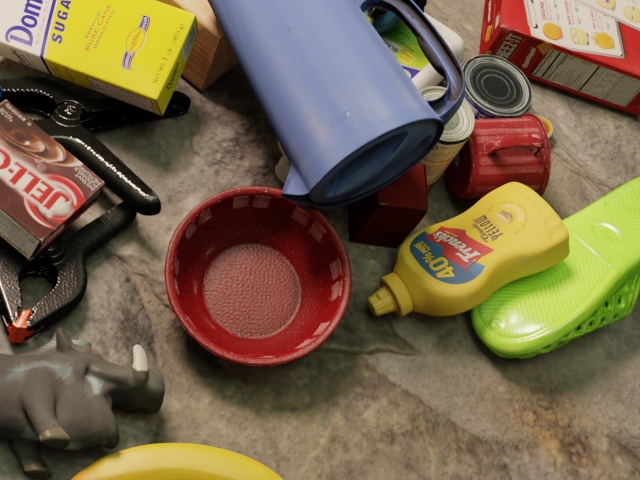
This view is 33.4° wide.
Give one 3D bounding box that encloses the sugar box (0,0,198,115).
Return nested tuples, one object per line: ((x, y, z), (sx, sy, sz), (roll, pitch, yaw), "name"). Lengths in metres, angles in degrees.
((-0.209, -0.190, 0.979), (0.176, 0.048, 0.093), (21, 75, 4), "sugar box")

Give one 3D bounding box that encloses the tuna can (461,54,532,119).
((0.181, -0.156, 1.135), (0.086, 0.034, 0.086), (9, 57, -14), "tuna can")

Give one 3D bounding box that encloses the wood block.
((-0.159, -0.259, 1.058), (0.206, 0.091, 0.090), (40, 56, 5), "wood block")

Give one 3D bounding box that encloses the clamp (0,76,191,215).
((-0.224, -0.097, 0.962), (0.209, 0.036, 0.164), (10, 43, -12), "clamp")

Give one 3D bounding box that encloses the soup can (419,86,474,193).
((0.101, -0.096, 1.050), (0.068, 0.102, 0.068), (9, 58, -15), "soup can")

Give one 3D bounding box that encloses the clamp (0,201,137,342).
((-0.222, 0.011, 0.910), (0.120, 0.039, 0.171), (7, 56, -10), "clamp")

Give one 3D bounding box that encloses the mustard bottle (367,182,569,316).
((0.130, 0.019, 1.001), (0.191, 0.058, 0.096), (-27, 48, -11), "mustard bottle")

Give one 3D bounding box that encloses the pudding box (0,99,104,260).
((-0.250, -0.051, 0.883), (0.113, 0.039, 0.090), (39, 43, -2), "pudding box")

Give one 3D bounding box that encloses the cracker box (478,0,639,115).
((0.296, -0.249, 1.230), (0.213, 0.072, 0.164), (17, 56, -9), "cracker box")

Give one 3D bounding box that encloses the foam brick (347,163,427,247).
((0.063, -0.035, 1.016), (0.051, 0.078, 0.053), (9, 59, -17), "foam brick")

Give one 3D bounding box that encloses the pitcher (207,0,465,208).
((0.003, -0.164, 0.937), (0.148, 0.145, 0.243), (-16, 70, -41), "pitcher")

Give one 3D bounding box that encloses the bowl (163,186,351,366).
((-0.057, 0.036, 0.933), (0.162, 0.055, 0.162), (3, 70, -10), "bowl")

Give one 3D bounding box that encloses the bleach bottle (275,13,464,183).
((0.043, -0.138, 1.078), (0.102, 0.068, 0.250), (34, 57, 9), "bleach bottle")

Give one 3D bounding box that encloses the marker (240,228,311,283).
((-0.056, 0.001, 0.987), (0.121, 0.020, 0.020), (36, 56, 2), "marker")

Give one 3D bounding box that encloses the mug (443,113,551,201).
((0.178, -0.083, 1.066), (0.081, 0.117, 0.093), (-3, 82, -16), "mug")

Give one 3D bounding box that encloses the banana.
((-0.095, 0.196, 0.848), (0.197, 0.037, 0.069), (19, 56, -9), "banana")
